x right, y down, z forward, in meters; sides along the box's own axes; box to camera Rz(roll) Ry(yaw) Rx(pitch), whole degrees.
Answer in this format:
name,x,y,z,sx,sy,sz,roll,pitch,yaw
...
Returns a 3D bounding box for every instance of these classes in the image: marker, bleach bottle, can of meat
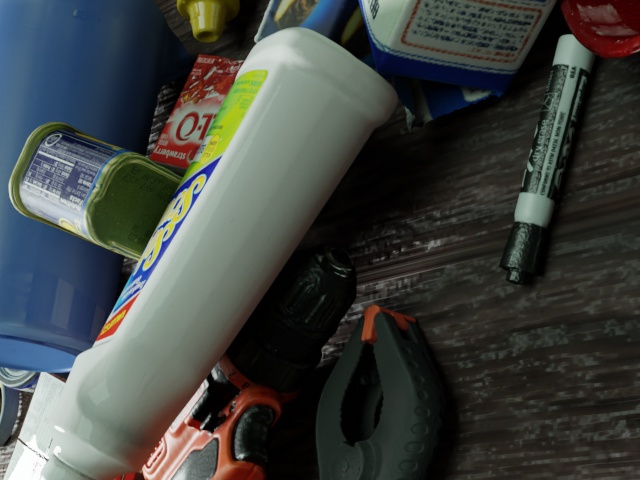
name,x,y,z,sx,sy,sz,roll,pitch,yaw
marker,0.108,-0.038,0.506,0.020,0.020,0.121,10,82,46
bleach bottle,-0.061,0.020,0.522,0.251,0.068,0.103,-60,18,-7
can of meat,-0.107,-0.020,0.597,0.084,0.102,0.057,20,85,46

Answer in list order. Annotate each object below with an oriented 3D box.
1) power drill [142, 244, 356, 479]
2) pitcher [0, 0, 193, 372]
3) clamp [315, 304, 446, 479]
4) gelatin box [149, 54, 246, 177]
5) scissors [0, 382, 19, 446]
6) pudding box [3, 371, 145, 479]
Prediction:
name,x,y,z,sx,sy,sz,roll,pitch,yaw
power drill,-0.031,0.114,0.514,0.185,0.057,0.187,-55,23,29
pitcher,-0.187,-0.045,0.689,0.149,0.144,0.243,-7,67,30
clamp,0.018,0.120,0.521,0.120,0.039,0.171,-21,53,39
gelatin box,-0.052,-0.069,0.623,0.089,0.030,0.073,16,79,47
scissors,-0.235,0.068,0.804,0.096,0.016,0.202,25,93,45
pudding box,-0.151,0.139,0.680,0.114,0.039,0.090,17,86,44
